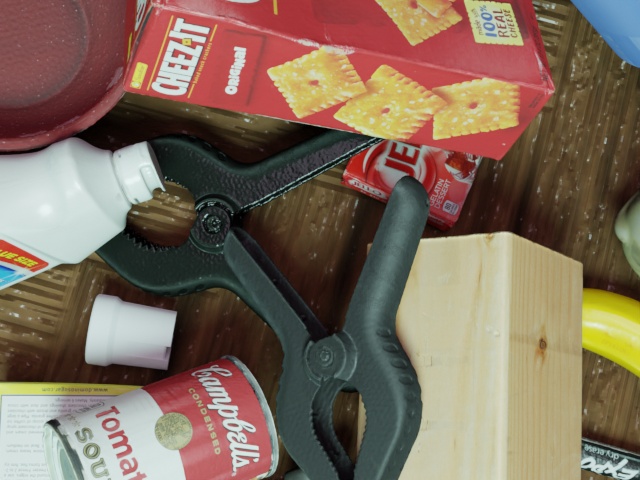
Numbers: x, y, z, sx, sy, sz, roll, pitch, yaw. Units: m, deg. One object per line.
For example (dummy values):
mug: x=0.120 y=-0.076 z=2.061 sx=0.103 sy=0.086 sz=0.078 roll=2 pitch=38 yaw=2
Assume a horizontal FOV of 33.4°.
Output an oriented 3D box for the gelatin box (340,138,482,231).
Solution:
gelatin box: x=0.063 y=-0.060 z=0.641 sx=0.073 sy=0.030 sz=0.089 roll=25 pitch=79 yaw=4

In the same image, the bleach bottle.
bleach bottle: x=-0.207 y=-0.002 z=0.563 sx=0.251 sy=0.102 sz=0.068 roll=-20 pitch=63 yaw=-1

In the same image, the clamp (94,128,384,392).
clamp: x=-0.054 y=0.001 z=0.616 sx=0.210 sy=0.036 sz=0.164 roll=3 pitch=90 yaw=7

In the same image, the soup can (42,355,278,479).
soup can: x=-0.082 y=0.106 z=0.544 sx=0.102 sy=0.069 sz=0.068 roll=-17 pitch=79 yaw=-27

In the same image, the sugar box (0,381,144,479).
sugar box: x=-0.137 y=0.167 z=0.582 sx=0.093 sy=0.048 sz=0.176 roll=2 pitch=81 yaw=-6

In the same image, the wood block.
wood block: x=0.079 y=0.108 z=0.561 sx=0.090 sy=0.090 sz=0.206 roll=-5 pitch=75 yaw=38

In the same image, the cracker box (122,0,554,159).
cracker box: x=0.008 y=-0.142 z=0.579 sx=0.213 sy=0.072 sz=0.164 roll=9 pitch=54 yaw=-19

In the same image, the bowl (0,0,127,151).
bowl: x=-0.176 y=-0.125 z=0.600 sx=0.162 sy=0.055 sz=0.162 roll=1 pitch=83 yaw=-11

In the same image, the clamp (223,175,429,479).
clamp: x=0.018 y=0.052 z=0.540 sx=0.120 sy=0.039 sz=0.171 roll=-27 pitch=71 yaw=30
